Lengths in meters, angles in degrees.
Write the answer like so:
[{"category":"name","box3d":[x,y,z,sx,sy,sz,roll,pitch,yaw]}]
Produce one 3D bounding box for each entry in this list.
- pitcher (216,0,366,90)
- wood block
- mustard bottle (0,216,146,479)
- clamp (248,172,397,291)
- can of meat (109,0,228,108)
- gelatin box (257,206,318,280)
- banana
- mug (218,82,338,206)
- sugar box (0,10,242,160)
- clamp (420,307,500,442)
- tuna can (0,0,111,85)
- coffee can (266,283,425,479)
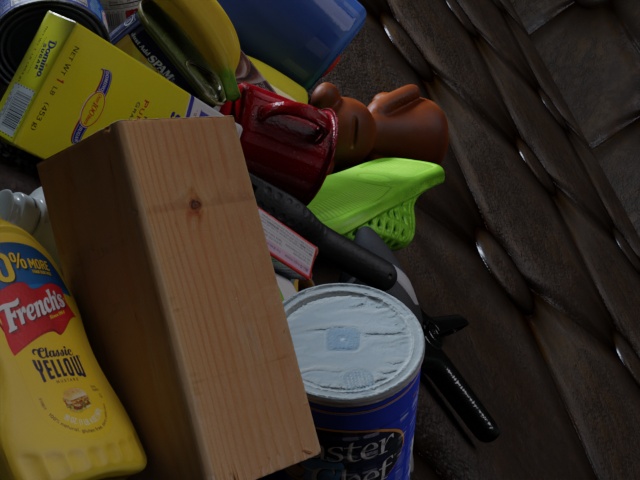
[{"category":"pitcher","box3d":[-0.080,-0.256,1.046,0.242,0.145,0.149,39,28,-7]},{"category":"wood block","box3d":[-0.083,0.040,0.624,0.090,0.090,0.206,-10,83,-47]},{"category":"mustard bottle","box3d":[-0.168,0.050,0.575,0.096,0.058,0.192,1,57,-58]},{"category":"clamp","box3d":[-0.028,-0.010,0.871,0.171,0.120,0.039,37,68,-33]},{"category":"can of meat","box3d":[-0.136,-0.130,0.860,0.102,0.084,0.057,51,22,-12]},{"category":"gelatin box","box3d":[-0.055,0.001,0.806,0.089,0.073,0.030,34,65,-51]},{"category":"banana","box3d":[-0.121,-0.192,0.813,0.197,0.037,0.069,41,26,-32]},{"category":"mug","box3d":[-0.037,-0.082,0.872,0.081,0.117,0.093,19,67,-23]},{"category":"sugar box","box3d":[-0.140,-0.080,0.766,0.048,0.093,0.176,28,0,44]},{"category":"clamp","box3d":[0.108,0.112,1.087,0.209,0.036,0.164,32,31,-41]},{"category":"tuna can","box3d":[-0.194,-0.145,0.762,0.086,0.086,0.034,34,29,-43]},{"category":"coffee can","box3d":[0.013,0.114,0.711,0.103,0.102,0.140,-97,-174,-49]}]
